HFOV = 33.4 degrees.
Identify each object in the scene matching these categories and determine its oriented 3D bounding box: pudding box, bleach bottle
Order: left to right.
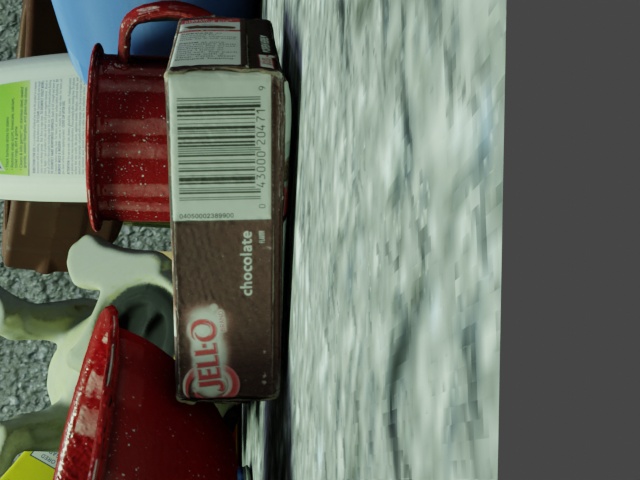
[{"bbox_3d":[-0.170,-0.075,0.660,0.068,0.250,0.102,165,106,-84],"label":"bleach bottle"},{"bbox_3d":[-0.033,-0.014,0.368,0.090,0.039,0.113,-104,16,-68],"label":"pudding box"}]

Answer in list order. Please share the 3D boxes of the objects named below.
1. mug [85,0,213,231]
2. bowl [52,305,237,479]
[{"bbox_3d":[-0.070,-0.061,0.525,0.093,0.081,0.117,-100,12,-61],"label":"mug"},{"bbox_3d":[-0.069,0.107,0.385,0.162,0.055,0.162,-167,90,-75],"label":"bowl"}]
